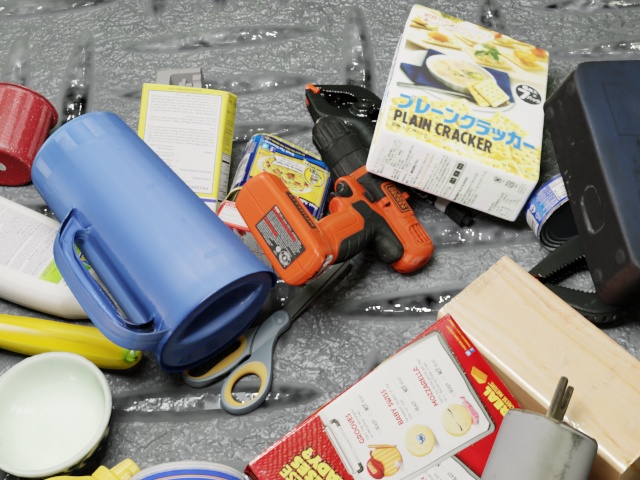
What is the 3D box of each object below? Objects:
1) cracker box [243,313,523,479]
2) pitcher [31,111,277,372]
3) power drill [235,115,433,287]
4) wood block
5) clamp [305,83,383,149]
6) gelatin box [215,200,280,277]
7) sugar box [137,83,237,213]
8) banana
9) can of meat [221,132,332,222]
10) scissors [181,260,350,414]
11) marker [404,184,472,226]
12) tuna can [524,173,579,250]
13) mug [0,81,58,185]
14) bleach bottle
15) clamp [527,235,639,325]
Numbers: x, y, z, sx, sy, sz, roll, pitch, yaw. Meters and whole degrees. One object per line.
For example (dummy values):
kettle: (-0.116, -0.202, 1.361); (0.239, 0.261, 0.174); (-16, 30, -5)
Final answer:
cracker box: (0.069, 0.189, 0.884); (0.213, 0.072, 0.164); (-35, 81, -16)
pitcher: (-0.169, -0.003, 0.988); (0.145, 0.149, 0.243); (-41, 70, -4)
power drill: (0.008, -0.038, 1.019); (0.187, 0.057, 0.184); (-17, 66, -49)
wood block: (0.206, 0.121, 0.930); (0.090, 0.091, 0.206); (-38, 59, -18)
clamp: (0.046, -0.126, 1.150); (0.172, 0.039, 0.120); (17, 38, 27)
gelatin box: (-0.057, 0.001, 1.062); (0.089, 0.073, 0.030); (15, 57, 18)
sugar box: (-0.141, -0.067, 1.088); (0.093, 0.048, 0.176); (7, 92, 11)
banana: (-0.246, 0.095, 1.024); (0.198, 0.069, 0.037); (6, 69, 20)
can of meat: (-0.040, -0.053, 1.091); (0.102, 0.058, 0.084); (25, 53, -13)
scissors: (-0.036, 0.096, 1.027); (0.201, 0.016, 0.096); (-28, 57, -12)
marker: (0.111, -0.052, 1.110); (0.020, 0.020, 0.121); (-39, 59, -19)
tuna can: (0.243, -0.031, 1.037); (0.086, 0.086, 0.034); (-20, 53, -7)
mug: (-0.354, -0.111, 1.181); (0.117, 0.093, 0.081); (-16, 52, 35)
bleach bottle: (-0.271, 0.034, 1.075); (0.251, 0.068, 0.102); (23, 63, 19)
clamp: (0.293, 0.024, 1.020); (0.210, 0.036, 0.164); (-2, 57, 4)
